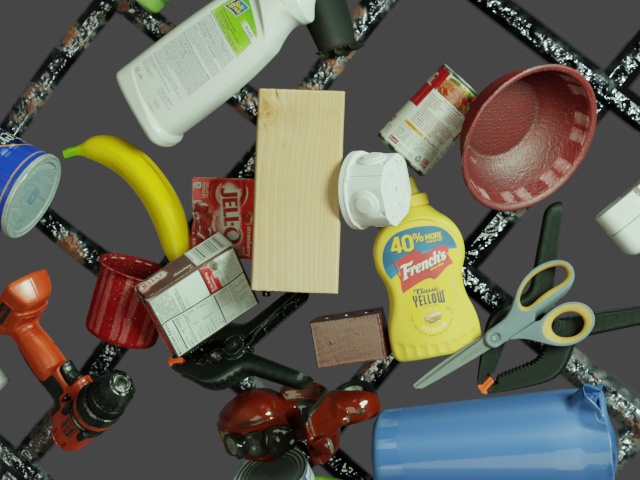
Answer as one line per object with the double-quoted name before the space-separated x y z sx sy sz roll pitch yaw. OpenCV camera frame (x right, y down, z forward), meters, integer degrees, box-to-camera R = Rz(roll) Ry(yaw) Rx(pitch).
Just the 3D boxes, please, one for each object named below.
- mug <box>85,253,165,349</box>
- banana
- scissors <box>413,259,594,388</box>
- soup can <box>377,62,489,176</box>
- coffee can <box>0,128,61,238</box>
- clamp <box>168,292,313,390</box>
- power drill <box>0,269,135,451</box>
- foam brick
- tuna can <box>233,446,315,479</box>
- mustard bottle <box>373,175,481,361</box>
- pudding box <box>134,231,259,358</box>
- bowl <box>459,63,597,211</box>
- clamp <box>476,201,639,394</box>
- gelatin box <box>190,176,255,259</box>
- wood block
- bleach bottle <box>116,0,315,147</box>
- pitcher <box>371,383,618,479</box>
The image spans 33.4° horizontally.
"mug" -0.199 0.070 1.178 0.117 0.093 0.081 13 101 -27
"banana" -0.200 -0.054 1.194 0.198 0.037 0.070 46 116 6
"scissors" 0.197 0.108 1.094 0.096 0.016 0.202 43 90 5
"soup can" 0.118 -0.125 1.118 0.068 0.068 0.102 44 99 5
"coffee can" -0.377 -0.079 1.188 0.140 0.102 0.103 28 97 8
"clamp" -0.082 0.127 1.157 0.171 0.039 0.120 -24 46 13
"power drill" -0.283 0.129 1.164 0.188 0.057 0.185 58 138 9
"foam brick" 0.033 0.104 1.149 0.078 0.053 0.051 -9 91 10
"tuna can" -0.049 0.263 1.153 0.086 0.086 0.033 -18 119 10
"mustard bottle" 0.107 0.027 1.130 0.096 0.058 0.191 -11 90 3
"pudding box" -0.130 0.059 1.140 0.113 0.039 0.090 -33 129 -15
"bowl" 0.199 -0.113 1.086 0.162 0.161 0.055 -50 41 8
"clamp" 0.249 0.088 1.119 0.164 0.036 0.210 37 94 7
"gelatin box" -0.105 -0.025 1.179 0.073 0.030 0.089 3 93 10
"wood block" -0.024 -0.048 1.119 0.091 0.090 0.206 2 87 -1
"bleach bottle" -0.093 -0.206 1.132 0.251 0.068 0.102 -31 86 19
"pitcher" 0.182 0.230 1.099 0.243 0.145 0.149 -6 79 14
